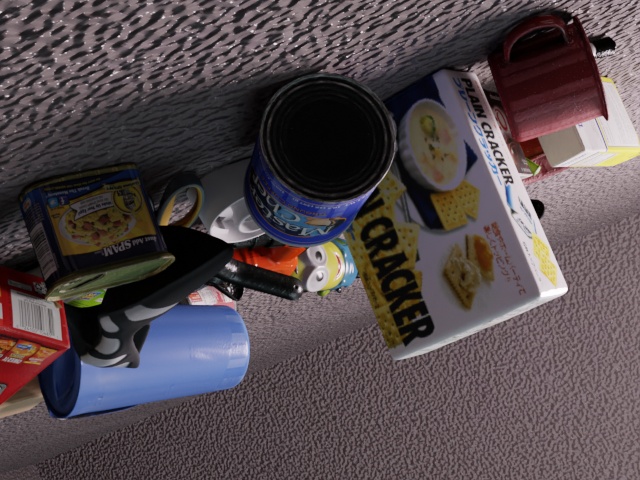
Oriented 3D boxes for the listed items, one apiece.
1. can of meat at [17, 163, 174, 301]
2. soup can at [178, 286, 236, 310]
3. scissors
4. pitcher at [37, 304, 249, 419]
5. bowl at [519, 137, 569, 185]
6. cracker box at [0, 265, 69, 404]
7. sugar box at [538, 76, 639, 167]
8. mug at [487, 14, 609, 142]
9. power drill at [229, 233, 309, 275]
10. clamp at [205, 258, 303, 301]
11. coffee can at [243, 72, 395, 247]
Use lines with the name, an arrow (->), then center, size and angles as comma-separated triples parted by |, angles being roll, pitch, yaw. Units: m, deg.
can of meat -> -0.177, -0.007, 0.835 | 0.101, 0.084, 0.058 | -15, 169, -33
soup can -> -0.170, 0.093, 1.446 | 0.069, 0.068, 0.102 | -26, 168, 28
scissors -> -0.168, 0.013, 0.977 | 0.096, 0.016, 0.202 | 1, 137, -36
pitcher -> -0.217, 0.144, 1.303 | 0.242, 0.145, 0.149 | 0, 178, -36
bowl -> 0.259, -0.112, 1.255 | 0.162, 0.055, 0.162 | -20, 170, -4
cracker box -> -0.327, 0.091, 0.829 | 0.214, 0.072, 0.164 | -37, 142, 27
sugar box -> 0.270, -0.124, 1.104 | 0.048, 0.093, 0.175 | -28, 167, 35
mug -> 0.188, -0.140, 0.899 | 0.081, 0.093, 0.117 | -18, 140, 11
power drill -> -0.058, 0.001, 1.211 | 0.184, 0.057, 0.188 | -8, 166, -29
clamp -> -0.115, 0.032, 1.136 | 0.171, 0.039, 0.120 | 25, 156, -27
coffee can -> -0.005, -0.060, 0.852 | 0.102, 0.103, 0.140 | -19, 170, -13
